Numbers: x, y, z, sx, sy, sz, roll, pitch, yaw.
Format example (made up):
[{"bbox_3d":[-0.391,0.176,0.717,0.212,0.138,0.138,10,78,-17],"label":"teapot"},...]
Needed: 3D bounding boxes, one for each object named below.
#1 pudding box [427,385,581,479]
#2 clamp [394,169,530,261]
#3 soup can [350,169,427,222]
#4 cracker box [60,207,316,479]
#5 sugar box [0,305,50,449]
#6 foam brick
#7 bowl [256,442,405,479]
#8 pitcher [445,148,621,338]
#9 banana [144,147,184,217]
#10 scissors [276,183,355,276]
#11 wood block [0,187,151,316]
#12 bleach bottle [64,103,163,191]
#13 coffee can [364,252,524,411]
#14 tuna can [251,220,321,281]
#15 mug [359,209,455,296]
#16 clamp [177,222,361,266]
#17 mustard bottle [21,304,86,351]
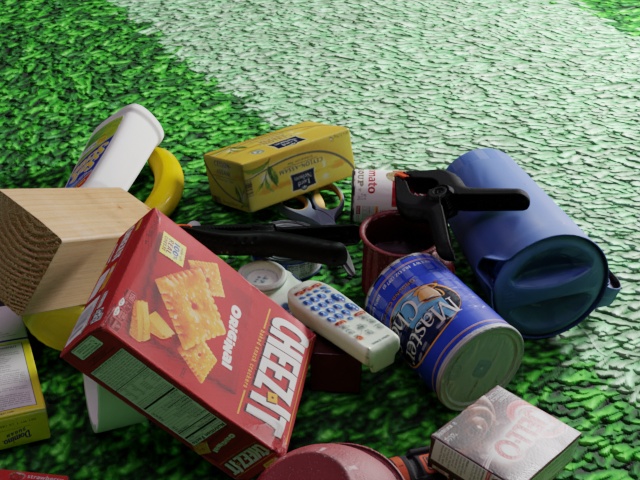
[{"bbox_3d":[0.160,0.181,0.933,0.090,0.039,0.113,27,36,32],"label":"pudding box"},{"bbox_3d":[0.146,-0.044,1.176,0.120,0.039,0.172,-24,35,-13],"label":"clamp"},{"bbox_3d":[0.089,-0.054,1.331,0.102,0.068,0.068,3,35,3],"label":"soup can"},{"bbox_3d":[-0.112,0.095,0.989,0.213,0.072,0.164,39,37,-19],"label":"cracker box"},{"bbox_3d":[-0.330,0.136,1.060,0.093,0.048,0.176,-11,33,-17],"label":"sugar box"},{"bbox_3d":[0.018,0.112,1.102,0.053,0.051,0.078,3,35,2],"label":"foam brick"},{"bbox_3d":[-0.007,0.227,0.876,0.162,0.055,0.162,-15,46,16],"label":"bowl"},{"bbox_3d":[0.229,-0.005,1.228,0.145,0.149,0.243,-27,34,4],"label":"pitcher"},{"bbox_3d":[-0.208,-0.069,1.366,0.069,0.037,0.197,4,35,3],"label":"banana"},{"bbox_3d":[-0.008,-0.016,1.317,0.096,0.016,0.201,0,34,0],"label":"scissors"},{"bbox_3d":[-0.250,0.005,1.081,0.090,0.091,0.205,36,16,17],"label":"wood block"},{"bbox_3d":[-0.272,-0.069,1.320,0.103,0.068,0.250,-29,27,26],"label":"bleach bottle"},{"bbox_3d":[0.124,0.091,1.093,0.102,0.103,0.140,-17,39,-25],"label":"coffee can"},{"bbox_3d":[-0.039,0.013,1.258,0.086,0.034,0.086,1,35,-1],"label":"tuna can"},{"bbox_3d":[0.098,0.027,1.202,0.117,0.081,0.093,21,39,25],"label":"mug"},{"bbox_3d":[-0.058,0.001,1.170,0.210,0.036,0.164,2,8,1],"label":"clamp"},{"bbox_3d":[-0.298,0.044,1.161,0.096,0.058,0.192,27,14,-41],"label":"mustard bottle"}]
